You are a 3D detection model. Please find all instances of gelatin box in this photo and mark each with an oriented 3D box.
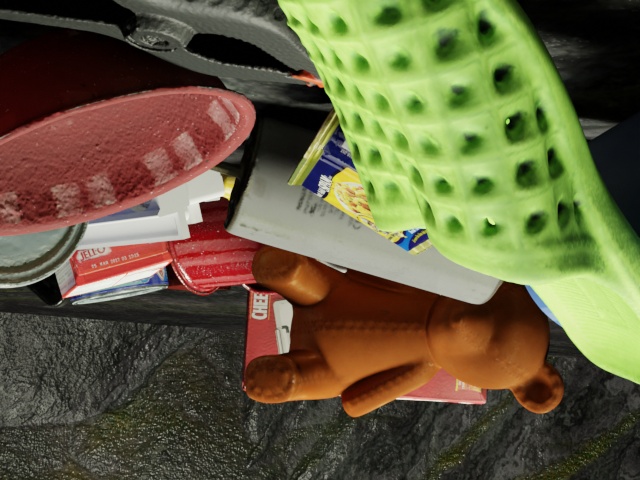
[{"bbox_3d":[-0.157,0.017,0.801,0.073,0.030,0.089,-15,176,-21],"label":"gelatin box"}]

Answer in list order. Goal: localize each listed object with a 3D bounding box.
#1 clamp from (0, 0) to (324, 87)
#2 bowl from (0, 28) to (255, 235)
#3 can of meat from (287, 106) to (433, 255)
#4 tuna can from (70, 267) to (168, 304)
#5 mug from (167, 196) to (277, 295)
[{"bbox_3d":[-0.073,-0.095,0.423,0.171,0.039,0.120,19,170,-36],"label":"clamp"},{"bbox_3d":[-0.115,-0.058,0.514,0.162,0.055,0.162,-20,169,-4],"label":"bowl"},{"bbox_3d":[0.036,-0.039,0.567,0.084,0.057,0.102,32,168,-3],"label":"can of meat"},{"bbox_3d":[-0.175,0.031,0.917,0.086,0.034,0.086,-11,176,-1],"label":"tuna can"},{"bbox_3d":[-0.055,0.001,0.825,0.082,0.093,0.117,-6,132,26],"label":"mug"}]
